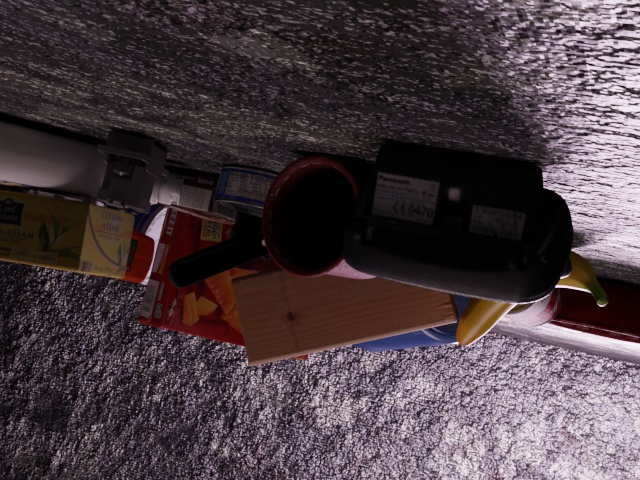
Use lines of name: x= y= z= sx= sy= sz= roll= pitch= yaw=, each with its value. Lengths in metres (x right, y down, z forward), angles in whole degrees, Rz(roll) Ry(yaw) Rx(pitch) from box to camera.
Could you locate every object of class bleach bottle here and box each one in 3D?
bleach bottle: x=-0.256 y=-0.073 z=1.012 sx=0.250 sy=0.068 sz=0.102 roll=11 pitch=176 yaw=-5

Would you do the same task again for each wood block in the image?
wood block: x=0.027 y=0.057 z=1.068 sx=0.206 sy=0.091 sz=0.090 roll=-13 pitch=178 yaw=10

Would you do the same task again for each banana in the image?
banana: x=0.195 y=0.049 z=1.031 sx=0.037 sy=0.069 sz=0.198 roll=22 pitch=152 yaw=-26

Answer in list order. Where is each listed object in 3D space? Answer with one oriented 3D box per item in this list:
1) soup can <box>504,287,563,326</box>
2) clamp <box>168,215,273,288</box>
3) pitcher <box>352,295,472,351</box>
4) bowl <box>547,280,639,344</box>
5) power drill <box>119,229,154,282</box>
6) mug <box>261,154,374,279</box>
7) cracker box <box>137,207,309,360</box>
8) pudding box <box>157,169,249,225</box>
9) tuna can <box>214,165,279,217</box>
soup can: x=0.214 y=0.052 z=1.135 sx=0.069 sy=0.068 sz=0.102 roll=10 pitch=173 yaw=27
clamp: x=-0.036 y=-0.001 z=1.025 sx=0.165 sy=0.036 sz=0.209 roll=-3 pitch=-165 yaw=14
pitcher: x=0.116 y=0.063 z=1.267 sx=0.145 sy=0.149 sz=0.243 roll=30 pitch=167 yaw=-14
bowl: x=0.326 y=0.080 z=1.212 sx=0.162 sy=0.055 sz=0.162 roll=12 pitch=175 yaw=1
power drill: x=-0.279 y=0.001 z=1.179 sx=0.188 sy=0.057 sz=0.184 roll=10 pitch=174 yaw=28
mug: x=0.024 y=-0.019 z=0.820 sx=0.117 sy=0.093 sz=0.081 roll=-33 pitch=155 yaw=28
cracker box: x=-0.096 y=0.045 z=1.294 sx=0.213 sy=0.164 sz=0.072 roll=17 pitch=176 yaw=-32
pudding box: x=-0.118 y=-0.042 z=1.105 sx=0.090 sy=0.039 sz=0.113 roll=11 pitch=174 yaw=26
tuna can: x=-0.053 y=-0.042 z=0.981 sx=0.086 sy=0.034 sz=0.086 roll=13 pitch=175 yaw=1
